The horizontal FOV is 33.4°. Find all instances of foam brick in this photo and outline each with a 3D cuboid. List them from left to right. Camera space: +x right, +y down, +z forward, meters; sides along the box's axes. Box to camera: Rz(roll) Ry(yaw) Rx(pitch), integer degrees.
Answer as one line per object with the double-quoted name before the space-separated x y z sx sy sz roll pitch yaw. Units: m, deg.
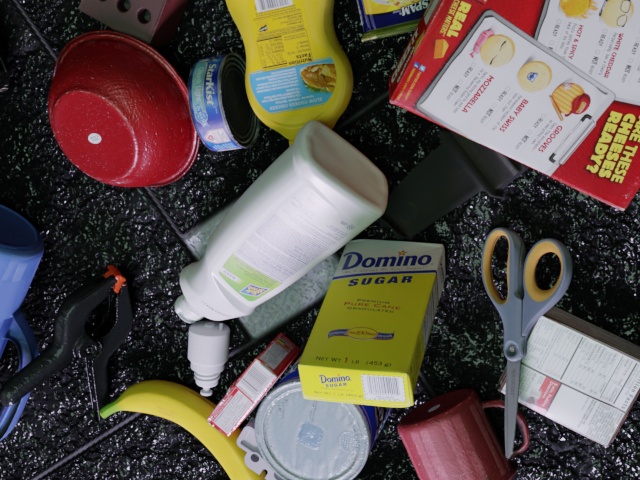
"foam brick" -0.169 -0.217 0.973 0.078 0.051 0.053 29 111 7

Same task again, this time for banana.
"banana" -0.124 0.193 1.074 0.198 0.037 0.070 28 99 12

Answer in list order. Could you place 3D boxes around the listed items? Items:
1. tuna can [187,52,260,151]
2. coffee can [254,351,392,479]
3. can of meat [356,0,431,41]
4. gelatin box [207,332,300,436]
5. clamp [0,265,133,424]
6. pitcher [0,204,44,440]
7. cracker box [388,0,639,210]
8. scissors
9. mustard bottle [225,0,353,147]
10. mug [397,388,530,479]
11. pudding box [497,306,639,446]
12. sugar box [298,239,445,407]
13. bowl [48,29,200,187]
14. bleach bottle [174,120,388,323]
"tuna can" -0.086 -0.123 0.956 0.034 0.086 0.086 -6 103 20
"coffee can" 0.011 0.149 0.972 0.103 0.140 0.103 4 106 15
"can of meat" 0.077 -0.219 0.897 0.102 0.057 0.084 -10 99 18
"gelatin box" -0.064 0.138 1.028 0.030 0.073 0.089 40 113 4
"clamp" -0.231 0.110 1.074 0.171 0.120 0.039 -55 45 5
"pitcher" -0.365 0.087 1.080 0.243 0.149 0.145 -60 42 18
"cracker box" 0.183 -0.143 0.838 0.213 0.072 0.164 23 116 -9
"scissors" 0.184 0.084 0.925 0.096 0.016 0.202 -17 77 43
"mustard bottle" -0.022 -0.154 0.943 0.096 0.058 0.191 -8 102 18
"mug" 0.133 0.184 0.975 0.117 0.093 0.081 -24 92 17
"pudding box" 0.227 0.119 0.955 0.113 0.039 0.090 26 109 7
"sugar box" 0.049 0.066 0.918 0.093 0.176 0.048 3 129 15
"bowl" -0.193 -0.108 0.983 0.162 0.055 0.162 15 128 20
"bleach bottle" -0.056 0.001 0.973 0.102 0.068 0.251 36 128 -22
